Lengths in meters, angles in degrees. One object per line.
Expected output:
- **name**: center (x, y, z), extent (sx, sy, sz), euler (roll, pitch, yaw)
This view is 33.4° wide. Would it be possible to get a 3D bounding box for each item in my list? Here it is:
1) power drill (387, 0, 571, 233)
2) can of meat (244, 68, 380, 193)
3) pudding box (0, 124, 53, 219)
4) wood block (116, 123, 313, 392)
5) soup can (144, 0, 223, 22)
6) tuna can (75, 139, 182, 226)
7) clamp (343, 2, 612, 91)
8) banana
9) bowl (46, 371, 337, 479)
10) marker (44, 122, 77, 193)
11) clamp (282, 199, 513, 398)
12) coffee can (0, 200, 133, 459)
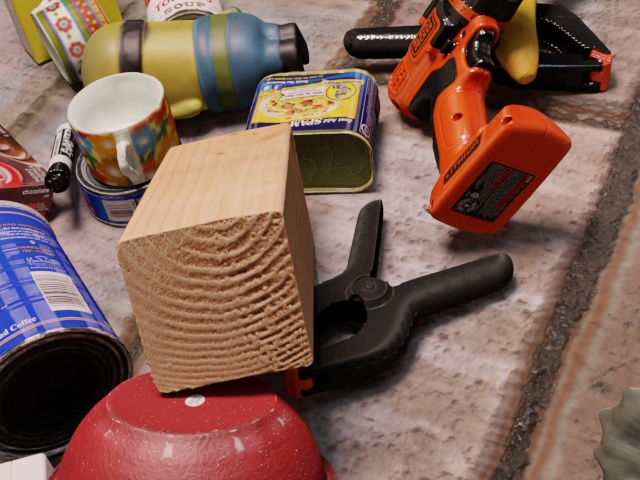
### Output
- **power drill**: center (0.115, -0.113, 0.738), extent (0.057, 0.185, 0.187), euler (15, 44, -21)
- **can of meat**: center (-0.007, -0.084, 0.807), extent (0.102, 0.057, 0.084), euler (-1, 44, 11)
- **pudding box**: center (-0.270, -0.053, 0.823), extent (0.089, 0.039, 0.114), euler (-7, 33, -41)
- **wood block**: center (-0.055, 0.001, 0.653), extent (0.090, 0.091, 0.206), euler (-11, 19, 3)
- **soup can**: center (-0.120, -0.200, 0.938), extent (0.068, 0.068, 0.102), euler (-15, 46, -2)
- **tuna can**: center (-0.144, -0.052, 0.823), extent (0.086, 0.034, 0.086), euler (-7, 45, 6)
- **clamp**: center (0.134, -0.165, 0.866), extent (0.164, 0.036, 0.210), euler (-38, 52, -24)
- **banana**: center (0.169, -0.198, 0.839), extent (0.070, 0.037, 0.197), euler (19, 55, 22)
- **bowl**: center (-0.070, 0.110, 0.580), extent (0.162, 0.055, 0.162), euler (1, 16, 0)
- **marker**: center (-0.200, -0.065, 0.830), extent (0.020, 0.020, 0.121), euler (-15, 25, -2)
- **clamp**: center (0.044, 0.042, 0.687), extent (0.120, 0.039, 0.171), euler (14, 48, 31)
- **coffee can**: center (-0.194, 0.054, 0.682), extent (0.102, 0.103, 0.140), euler (-29, 47, -15)
